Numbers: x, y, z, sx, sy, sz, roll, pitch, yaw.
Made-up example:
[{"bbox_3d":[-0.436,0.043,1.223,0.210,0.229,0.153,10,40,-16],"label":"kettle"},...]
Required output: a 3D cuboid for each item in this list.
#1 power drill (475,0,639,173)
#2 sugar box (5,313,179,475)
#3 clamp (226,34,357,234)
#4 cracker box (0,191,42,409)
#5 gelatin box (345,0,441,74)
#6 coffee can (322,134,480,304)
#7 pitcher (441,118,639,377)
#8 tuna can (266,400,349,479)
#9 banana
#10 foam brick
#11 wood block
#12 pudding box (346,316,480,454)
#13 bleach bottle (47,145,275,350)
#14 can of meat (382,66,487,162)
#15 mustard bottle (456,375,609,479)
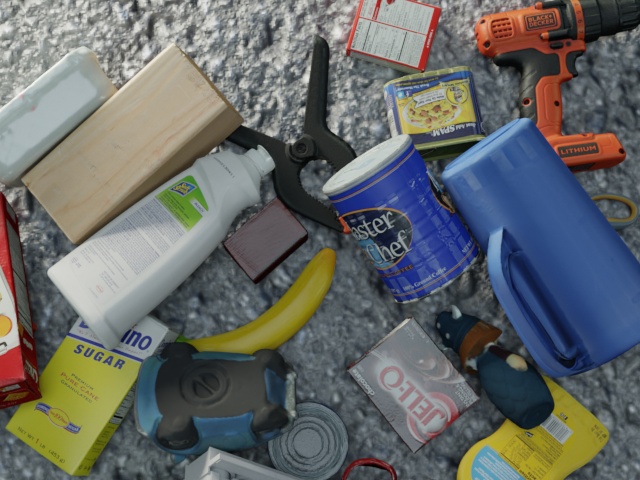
[{"bbox_3d":[0.270,-0.168,1.141,0.184,0.057,0.187,-10,80,2],"label":"power drill"},{"bbox_3d":[-0.233,0.143,1.096,0.093,0.048,0.176,30,85,15],"label":"sugar box"},{"bbox_3d":[-0.014,-0.105,1.138,0.164,0.036,0.210,-38,84,2],"label":"clamp"},{"bbox_3d":[-0.378,0.072,1.070,0.164,0.072,0.214,-14,64,-2],"label":"cracker box"},{"bbox_3d":[0.079,-0.226,1.160,0.089,0.030,0.073,16,84,2],"label":"gelatin box"},{"bbox_3d":[0.082,-0.021,1.078,0.103,0.103,0.140,-35,101,-5],"label":"coffee can"},{"bbox_3d":[0.222,0.009,1.054,0.145,0.149,0.243,-35,93,4],"label":"pitcher"},{"bbox_3d":[-0.013,0.208,1.100,0.086,0.034,0.086,0,82,0],"label":"tuna can"},{"bbox_3d":[-0.059,0.081,1.115,0.197,0.037,0.069,-28,84,-4],"label":"banana"},{"bbox_3d":[-0.057,0.001,1.118,0.078,0.053,0.051,-41,85,-6],"label":"foam brick"},{"bbox_3d":[-0.190,-0.095,1.096,0.206,0.090,0.090,-41,83,4],"label":"wood block"},{"bbox_3d":[0.095,0.149,1.105,0.090,0.039,0.113,-39,84,-5],"label":"pudding box"},{"bbox_3d":[-0.146,-0.006,1.079,0.250,0.068,0.103,-39,67,-13],"label":"bleach bottle"},{"bbox_3d":[0.121,-0.132,1.135,0.102,0.057,0.084,-10,80,-2],"label":"can of meat"},{"bbox_3d":[0.196,0.236,1.084,0.096,0.058,0.191,42,84,14],"label":"mustard bottle"}]
